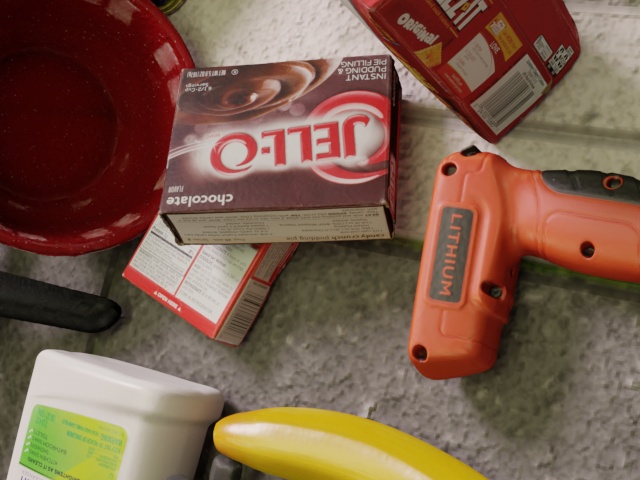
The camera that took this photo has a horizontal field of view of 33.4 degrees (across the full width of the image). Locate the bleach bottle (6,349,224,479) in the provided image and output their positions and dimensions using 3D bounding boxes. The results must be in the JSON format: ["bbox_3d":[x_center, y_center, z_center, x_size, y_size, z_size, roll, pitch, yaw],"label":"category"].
[{"bbox_3d":[-0.128,0.188,0.548,0.103,0.068,0.251,11,85,31],"label":"bleach bottle"}]

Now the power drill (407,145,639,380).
[{"bbox_3d":[0.135,0.032,0.450,0.188,0.057,0.184,4,76,26],"label":"power drill"}]

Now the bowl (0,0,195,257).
[{"bbox_3d":[-0.149,-0.070,0.592,0.055,0.161,0.162,-12,68,65],"label":"bowl"}]

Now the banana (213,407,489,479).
[{"bbox_3d":[0.038,0.119,0.478,0.198,0.069,0.037,31,132,36],"label":"banana"}]

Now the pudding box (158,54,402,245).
[{"bbox_3d":[-0.017,-0.044,0.530,0.113,0.039,0.090,-4,57,12],"label":"pudding box"}]

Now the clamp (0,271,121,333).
[{"bbox_3d":[-0.234,0.000,0.611,0.209,0.036,0.164,-13,62,-13],"label":"clamp"}]

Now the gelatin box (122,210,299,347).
[{"bbox_3d":[-0.054,0.001,0.571,0.073,0.030,0.089,30,90,30],"label":"gelatin box"}]

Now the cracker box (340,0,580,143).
[{"bbox_3d":[0.014,-0.158,0.496,0.072,0.164,0.214,-44,63,10],"label":"cracker box"}]
